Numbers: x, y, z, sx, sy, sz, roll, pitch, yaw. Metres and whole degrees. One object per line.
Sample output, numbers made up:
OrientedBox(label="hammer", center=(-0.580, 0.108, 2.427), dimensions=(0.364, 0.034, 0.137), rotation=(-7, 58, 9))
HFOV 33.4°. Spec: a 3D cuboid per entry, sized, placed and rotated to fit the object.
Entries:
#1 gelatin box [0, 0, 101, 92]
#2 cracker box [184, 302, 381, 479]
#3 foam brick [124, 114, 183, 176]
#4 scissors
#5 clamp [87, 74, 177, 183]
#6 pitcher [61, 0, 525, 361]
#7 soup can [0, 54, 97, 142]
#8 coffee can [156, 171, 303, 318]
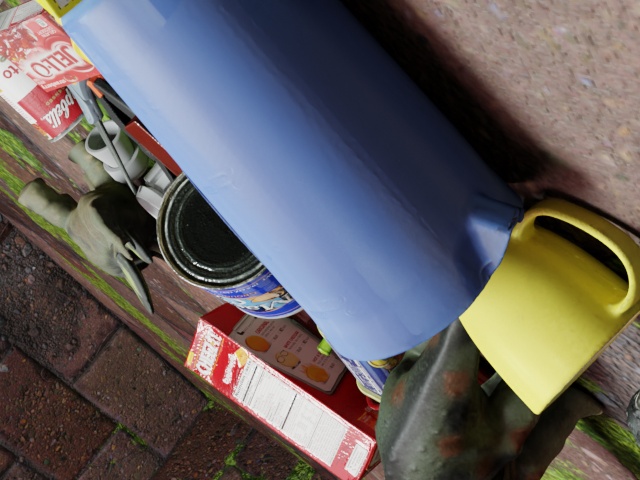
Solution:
OrientedBox(label="gelatin box", center=(-0.220, -0.160, 0.870), dimensions=(0.089, 0.030, 0.073), rotation=(-6, 144, 41))
OrientedBox(label="cracker box", center=(-0.003, 0.133, 1.070), dimensions=(0.214, 0.072, 0.163), rotation=(32, -151, 19))
OrientedBox(label="foam brick", center=(-0.110, -0.086, 0.861), dimensions=(0.078, 0.051, 0.053), rotation=(42, 166, -16))
OrientedBox(label="scissors", center=(-0.223, -0.133, 0.986), dimensions=(0.096, 0.016, 0.202), rotation=(38, 155, 35))
OrientedBox(label="clamp", center=(-0.142, -0.086, 0.962), dimensions=(0.171, 0.039, 0.120), rotation=(47, 155, -10))
OrientedBox(label="pitcher", center=(-0.021, -0.059, 0.562), dimensions=(0.242, 0.149, 0.145), rotation=(47, -168, -21))
OrientedBox(label="soup can", center=(-0.271, -0.153, 1.018), dimensions=(0.102, 0.068, 0.069), rotation=(45, 165, -24))
OrientedBox(label="coffee can", center=(-0.056, 0.001, 0.842), dimensions=(0.103, 0.103, 0.140), rotation=(33, 177, 19))
